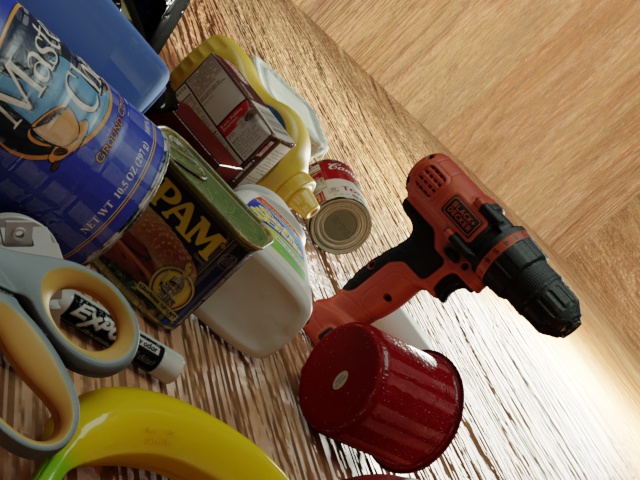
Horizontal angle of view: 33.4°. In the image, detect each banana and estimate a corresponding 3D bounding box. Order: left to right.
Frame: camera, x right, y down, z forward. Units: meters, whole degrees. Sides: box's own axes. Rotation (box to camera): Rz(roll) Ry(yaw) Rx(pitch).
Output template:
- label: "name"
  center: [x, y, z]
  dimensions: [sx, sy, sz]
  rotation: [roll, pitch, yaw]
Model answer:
- label: "banana"
  center: [-0.065, 0.113, 0.520]
  dimensions: [0.197, 0.037, 0.069]
  rotation: [30, 50, -42]

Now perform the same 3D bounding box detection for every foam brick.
- label: "foam brick"
  center: [-0.114, -0.071, 0.873]
  dimensions: [0.078, 0.053, 0.051]
  rotation: [50, 14, 11]

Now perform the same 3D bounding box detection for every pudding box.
- label: "pudding box"
  center: [-0.089, -0.096, 0.942]
  dimensions: [0.113, 0.090, 0.039]
  rotation: [54, 17, 27]

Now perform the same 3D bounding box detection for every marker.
- label: "marker"
  center: [-0.123, 0.042, 0.575]
  dimensions: [0.121, 0.020, 0.020]
  rotation: [38, 15, -32]

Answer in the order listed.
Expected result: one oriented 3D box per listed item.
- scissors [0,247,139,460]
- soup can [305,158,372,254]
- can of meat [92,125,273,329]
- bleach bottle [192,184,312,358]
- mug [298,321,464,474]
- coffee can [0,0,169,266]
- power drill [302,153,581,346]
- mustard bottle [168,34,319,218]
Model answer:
- label: "scissors"
  center: [-0.145, -0.006, 0.453]
  dimensions: [0.096, 0.016, 0.202]
  rotation: [-23, 84, -46]
- label: "soup can"
  center: [0.014, -0.037, 1.140]
  dimensions: [0.068, 0.068, 0.102]
  rotation: [40, 15, -24]
- label: "can of meat"
  center: [-0.095, -0.007, 0.665]
  dimensions: [0.102, 0.084, 0.057]
  rotation: [47, 13, 1]
- label: "bleach bottle"
  center: [-0.055, 0.001, 0.824]
  dimensions: [0.102, 0.068, 0.251]
  rotation: [44, 11, -13]
- label: "mug"
  center: [0.032, 0.105, 0.753]
  dimensions: [0.081, 0.093, 0.117]
  rotation: [30, -10, -38]
- label: "coffee can"
  center: [-0.163, -0.062, 0.555]
  dimensions: [0.140, 0.103, 0.103]
  rotation: [43, 13, -33]
- label: "power drill"
  center: [0.089, 0.050, 0.849]
  dimensions: [0.184, 0.188, 0.057]
  rotation: [51, 12, 26]
- label: "mustard bottle"
  center: [-0.066, -0.096, 1.001]
  dimensions: [0.192, 0.096, 0.058]
  rotation: [50, 13, 16]
